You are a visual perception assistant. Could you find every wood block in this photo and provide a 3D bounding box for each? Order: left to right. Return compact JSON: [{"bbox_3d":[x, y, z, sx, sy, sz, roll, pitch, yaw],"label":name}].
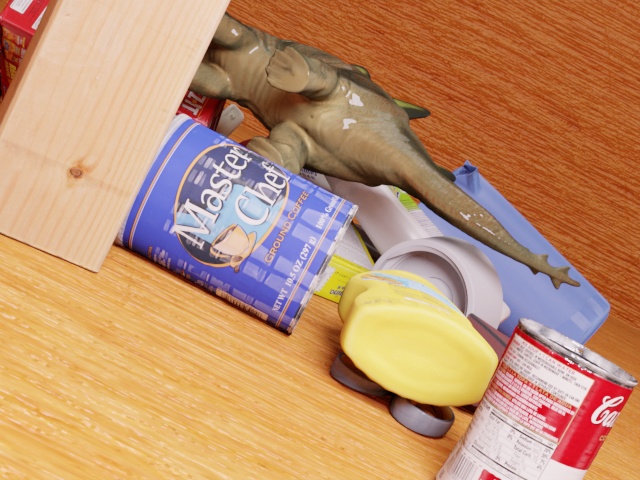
[{"bbox_3d":[-0.136,-0.099,0.657,0.090,0.206,0.090,25,7,-21],"label":"wood block"}]

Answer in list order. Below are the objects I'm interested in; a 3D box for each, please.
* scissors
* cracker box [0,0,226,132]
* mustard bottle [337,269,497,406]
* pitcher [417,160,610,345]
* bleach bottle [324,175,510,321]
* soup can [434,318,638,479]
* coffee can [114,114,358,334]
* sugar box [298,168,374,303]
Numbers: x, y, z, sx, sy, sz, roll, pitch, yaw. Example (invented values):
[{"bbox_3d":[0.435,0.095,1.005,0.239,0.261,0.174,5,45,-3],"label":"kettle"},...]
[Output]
[{"bbox_3d":[0.054,0.095,0.756,0.096,0.016,0.201,27,6,-1],"label":"scissors"},{"bbox_3d":[-0.203,-0.148,1.045,0.213,0.072,0.164,27,-26,-3],"label":"cracker box"},{"bbox_3d":[0.059,0.057,0.737,0.096,0.058,0.191,20,7,-3],"label":"mustard bottle"},{"bbox_3d":[0.204,0.038,1.233,0.243,0.145,0.149,44,3,9],"label":"pitcher"},{"bbox_3d":[0.078,-0.008,1.027,0.251,0.068,0.102,53,12,10],"label":"bleach bottle"},{"bbox_3d":[0.111,0.101,0.560,0.068,0.102,0.068,27,7,-4],"label":"soup can"},{"bbox_3d":[-0.059,-0.011,0.747,0.140,0.103,0.103,28,7,1],"label":"coffee can"},{"bbox_3d":[-0.011,-0.014,1.013,0.093,0.048,0.176,25,23,-32],"label":"sugar box"}]
